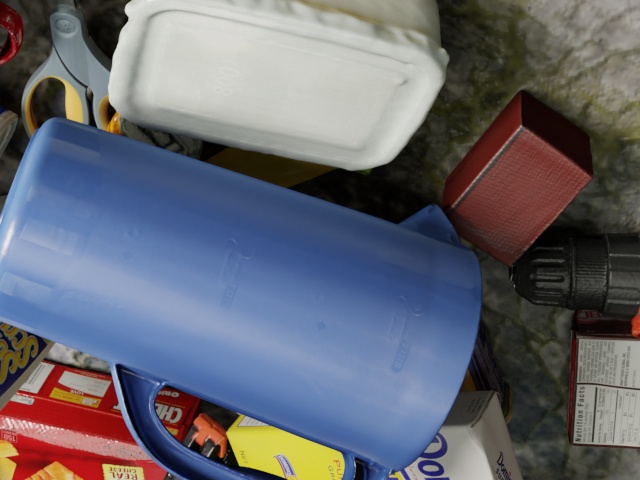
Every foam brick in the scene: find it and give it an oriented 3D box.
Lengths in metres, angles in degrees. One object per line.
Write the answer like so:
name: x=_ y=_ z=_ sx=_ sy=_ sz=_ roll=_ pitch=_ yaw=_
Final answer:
foam brick: x=0.112 y=-0.036 z=0.614 sx=0.051 sy=0.053 sz=0.078 roll=32 pitch=122 yaw=-9

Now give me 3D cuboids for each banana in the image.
banana: x=-0.063 y=-0.014 z=0.669 sx=0.198 sy=0.037 sz=0.069 roll=-32 pitch=110 yaw=26

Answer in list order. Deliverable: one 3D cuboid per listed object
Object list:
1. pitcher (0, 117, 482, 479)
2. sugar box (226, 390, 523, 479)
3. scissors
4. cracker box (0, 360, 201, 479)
pitcher: x=-0.050 y=0.035 z=0.562 sx=0.242 sy=0.149 sz=0.145 roll=20 pitch=123 yaw=-13
sugar box: x=0.035 y=0.146 z=0.671 sx=0.177 sy=0.048 sz=0.093 roll=-7 pitch=113 yaw=33
scissors: x=-0.125 y=-0.114 z=0.608 sx=0.096 sy=0.016 sz=0.202 roll=16 pitch=137 yaw=-9
cracker box: x=-0.182 y=0.197 z=0.799 sx=0.164 sy=0.072 sz=0.214 roll=12 pitch=123 yaw=4
